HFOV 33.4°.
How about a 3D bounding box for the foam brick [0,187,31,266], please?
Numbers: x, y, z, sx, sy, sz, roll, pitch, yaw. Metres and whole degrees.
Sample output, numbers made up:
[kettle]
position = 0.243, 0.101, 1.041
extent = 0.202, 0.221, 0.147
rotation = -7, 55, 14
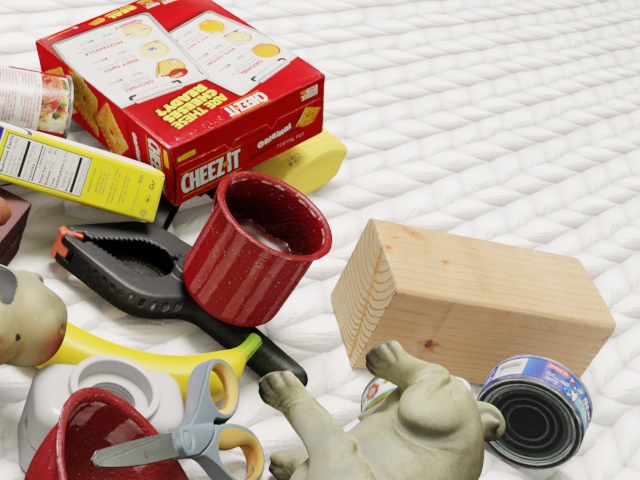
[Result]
[foam brick]
position = -0.248, 0.001, 0.759
extent = 0.051, 0.053, 0.078
rotation = 23, 34, -3

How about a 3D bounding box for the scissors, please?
[scissors]
position = -0.084, 0.104, 0.644
extent = 0.201, 0.016, 0.096
rotation = 41, 34, -60

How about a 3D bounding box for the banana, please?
[banana]
position = -0.138, 0.080, 0.735
extent = 0.197, 0.037, 0.069
rotation = 13, 37, -14

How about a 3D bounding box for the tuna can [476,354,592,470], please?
[tuna can]
position = 0.162, 0.132, 0.817
extent = 0.086, 0.086, 0.033
rotation = 31, 35, 9

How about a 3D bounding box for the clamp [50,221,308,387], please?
[clamp]
position = -0.102, 0.027, 0.833
extent = 0.210, 0.036, 0.164
rotation = 22, 33, -11

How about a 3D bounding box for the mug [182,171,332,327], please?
[mug]
position = -0.055, 0.001, 0.794
extent = 0.093, 0.082, 0.117
rotation = 5, 42, -38

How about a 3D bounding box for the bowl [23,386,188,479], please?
[bowl]
position = -0.115, 0.163, 0.579
extent = 0.162, 0.055, 0.162
rotation = 59, 9, -17

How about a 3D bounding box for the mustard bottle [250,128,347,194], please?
[mustard bottle]
position = -0.071, -0.120, 1.036
extent = 0.192, 0.058, 0.096
rotation = 40, 39, 20

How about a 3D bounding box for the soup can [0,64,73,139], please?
[soup can]
position = -0.265, -0.113, 0.890
extent = 0.102, 0.069, 0.068
rotation = 7, 38, -25

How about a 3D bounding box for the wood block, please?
[wood block]
position = 0.126, 0.058, 0.891
extent = 0.205, 0.091, 0.090
rotation = 10, 36, -22

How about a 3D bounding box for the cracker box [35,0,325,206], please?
[cracker box]
position = -0.125, -0.136, 0.945
extent = 0.164, 0.072, 0.214
rotation = -30, 50, -28

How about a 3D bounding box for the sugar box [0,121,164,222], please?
[sugar box]
position = -0.216, -0.060, 0.812
extent = 0.175, 0.048, 0.093
rotation = 14, 2, -32
